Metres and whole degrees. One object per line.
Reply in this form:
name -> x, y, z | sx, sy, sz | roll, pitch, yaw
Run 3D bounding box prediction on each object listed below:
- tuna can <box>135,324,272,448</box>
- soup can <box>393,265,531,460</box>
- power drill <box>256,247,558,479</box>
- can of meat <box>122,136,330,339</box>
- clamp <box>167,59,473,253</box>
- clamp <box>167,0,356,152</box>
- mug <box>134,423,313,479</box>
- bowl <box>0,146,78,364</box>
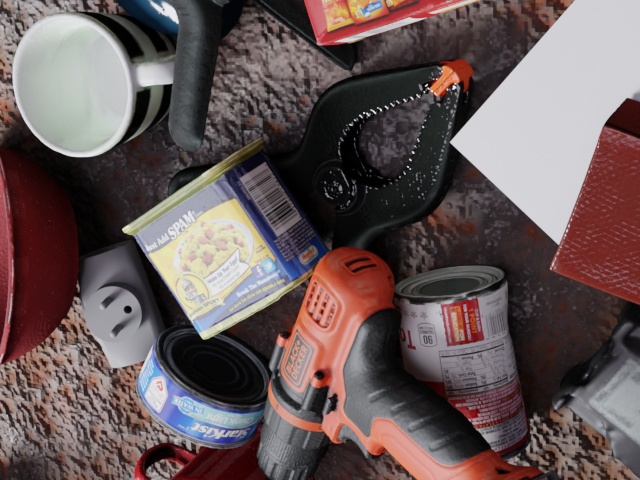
tuna can -> -0.073, 0.092, 0.686 | 0.086, 0.086, 0.034 | 33, 113, 12
soup can -> 0.082, 0.072, 0.623 | 0.069, 0.068, 0.102 | -5, 102, 24
power drill -> 0.036, 0.123, 0.596 | 0.188, 0.057, 0.185 | 46, 136, 32
can of meat -> -0.054, 0.001, 0.634 | 0.102, 0.057, 0.084 | -30, 95, 35
clamp -> 0.006, -0.038, 0.642 | 0.164, 0.036, 0.210 | 42, 120, 7
clamp -> -0.059, -0.134, 0.580 | 0.039, 0.120, 0.171 | 25, 150, 56
mug -> -0.071, 0.173, 0.710 | 0.117, 0.081, 0.093 | 30, 114, 13
bowl -> -0.202, 0.009, 0.711 | 0.162, 0.055, 0.162 | 3, 93, 58
